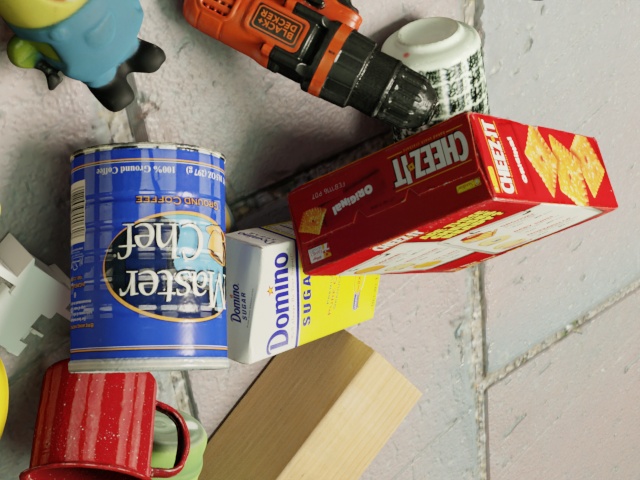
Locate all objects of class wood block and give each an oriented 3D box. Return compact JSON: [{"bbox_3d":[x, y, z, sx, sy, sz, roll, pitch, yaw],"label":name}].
[{"bbox_3d":[-0.021,0.175,0.907,0.206,0.091,0.090,-52,135,-7],"label":"wood block"}]

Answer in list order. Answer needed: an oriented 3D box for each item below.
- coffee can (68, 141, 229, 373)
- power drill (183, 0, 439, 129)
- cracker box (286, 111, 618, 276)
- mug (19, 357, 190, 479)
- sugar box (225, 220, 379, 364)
[{"bbox_3d":[-0.112,0.015,0.696,0.102,0.103,0.140,5,80,-43],"label":"coffee can"},{"bbox_3d":[0.025,-0.186,0.717,0.184,0.057,0.187,27,86,-1],"label":"power drill"},{"bbox_3d":[0.104,-0.030,0.807,0.213,0.164,0.072,2,70,-53],"label":"cracker box"},{"bbox_3d":[-0.148,0.135,0.755,0.117,0.093,0.081,13,60,-20],"label":"mug"},{"bbox_3d":[-0.013,0.031,0.836,0.175,0.048,0.093,-17,119,-56],"label":"sugar box"}]
